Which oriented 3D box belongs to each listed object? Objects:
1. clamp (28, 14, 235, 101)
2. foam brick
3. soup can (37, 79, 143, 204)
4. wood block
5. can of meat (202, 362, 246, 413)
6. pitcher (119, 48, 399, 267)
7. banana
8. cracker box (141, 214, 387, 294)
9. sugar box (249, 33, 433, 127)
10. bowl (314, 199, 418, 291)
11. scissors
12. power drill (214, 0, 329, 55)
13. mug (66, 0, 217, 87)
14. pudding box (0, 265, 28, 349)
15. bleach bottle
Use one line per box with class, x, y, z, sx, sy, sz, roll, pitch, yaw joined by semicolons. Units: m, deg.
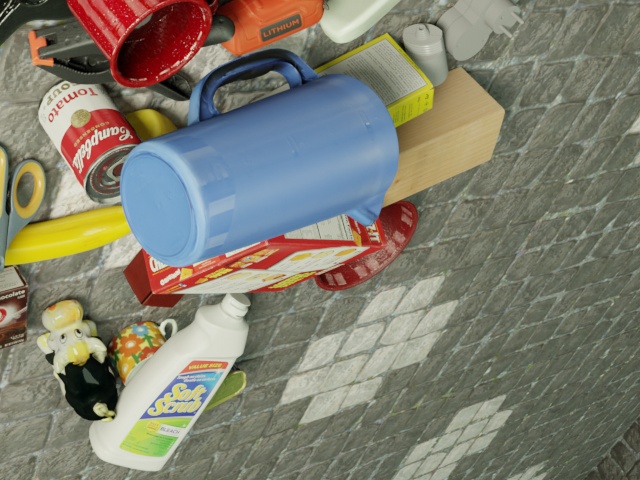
clamp;-0.169;-0.157;0.934;0.171;0.039;0.120;-3;151;-21
foam brick;-0.173;0.031;1.199;0.078;0.051;0.052;-48;150;18
soup can;-0.200;-0.091;0.947;0.068;0.102;0.068;-27;149;-18
wood block;0.103;-0.116;1.259;0.205;0.091;0.090;-25;148;-23
can of meat;-0.160;0.171;1.376;0.102;0.084;0.057;-26;149;-20
pitcher;-0.058;-0.071;0.945;0.242;0.149;0.145;-23;131;-44
banana;-0.262;-0.007;1.046;0.197;0.037;0.070;-15;160;-15
cracker box;-0.057;0.001;1.141;0.164;0.072;0.213;-23;166;34
sugar box;0.023;-0.143;1.131;0.176;0.093;0.048;-30;152;-13
bowl;0.046;-0.009;1.380;0.162;0.055;0.162;-27;149;-18
scissors;-0.286;0.010;0.978;0.096;0.016;0.202;-21;114;-58
power drill;-0.062;-0.251;0.922;0.184;0.057;0.188;-25;149;-16
mug;-0.136;-0.186;0.842;0.117;0.081;0.093;-28;158;-30
pudding box;-0.355;0.079;1.078;0.113;0.039;0.090;-19;145;-31
bleach bottle;-0.168;0.160;1.261;0.102;0.068;0.251;22;112;-35
